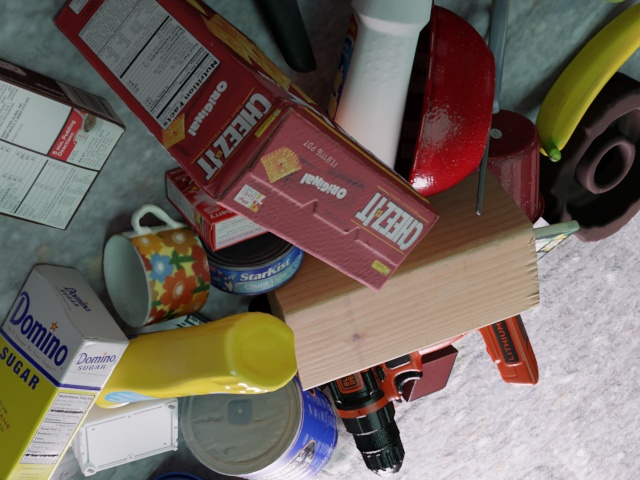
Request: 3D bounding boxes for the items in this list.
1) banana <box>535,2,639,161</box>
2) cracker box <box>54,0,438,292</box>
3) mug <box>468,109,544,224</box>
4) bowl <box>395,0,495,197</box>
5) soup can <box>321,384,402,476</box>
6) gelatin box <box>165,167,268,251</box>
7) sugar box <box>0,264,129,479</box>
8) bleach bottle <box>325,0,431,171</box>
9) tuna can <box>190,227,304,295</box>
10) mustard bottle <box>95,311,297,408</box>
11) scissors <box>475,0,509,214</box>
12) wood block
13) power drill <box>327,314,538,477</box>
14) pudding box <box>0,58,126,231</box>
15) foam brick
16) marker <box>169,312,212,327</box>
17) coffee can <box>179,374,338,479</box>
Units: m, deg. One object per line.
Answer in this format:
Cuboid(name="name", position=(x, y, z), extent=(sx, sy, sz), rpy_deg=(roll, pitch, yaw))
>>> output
Cuboid(name="banana", position=(0.247, -0.144, 0.969), extent=(0.037, 0.070, 0.197), rpy_deg=(43, 76, -29))
Cuboid(name="cracker box", position=(-0.045, -0.077, 0.658), extent=(0.072, 0.214, 0.164), rpy_deg=(-51, 141, 8))
Cuboid(name="mug", position=(0.143, -0.057, 0.938), extent=(0.117, 0.093, 0.081), rpy_deg=(-32, 135, -26))
Cuboid(name="bowl", position=(0.094, -0.100, 0.801), extent=(0.055, 0.162, 0.162), rpy_deg=(7, 127, -2))
Cuboid(name="soup can", position=(0.023, 0.174, 1.056), extent=(0.102, 0.069, 0.068), rpy_deg=(-48, 141, 5))
Cuboid(name="gelatin box", position=(-0.060, -0.036, 0.794), extent=(0.089, 0.073, 0.030), rpy_deg=(-21, 135, -26))
Cuboid(name="sugar box", position=(-0.213, 0.114, 0.779), extent=(0.048, 0.093, 0.176), rpy_deg=(11, 116, -45))
Cuboid(name="bleach bottle", position=(0.039, -0.120, 0.776), extent=(0.068, 0.102, 0.251), rpy_deg=(9, 126, -3))
Cuboid(name="tuna can", position=(-0.055, 0.001, 0.821), extent=(0.086, 0.086, 0.034), rpy_deg=(-28, 139, -20))
Cuboid(name="mustard bottle", position=(-0.120, 0.093, 0.801), extent=(0.192, 0.058, 0.096), rpy_deg=(-10, 172, 28))
Cuboid(name="scissors", position=(0.135, -0.114, 0.849), extent=(0.096, 0.016, 0.202), rpy_deg=(38, 58, -80))
Cuboid(name="wood block", position=(0.063, 0.030, 0.865), extent=(0.206, 0.090, 0.091), rpy_deg=(-19, 128, -7))
Cuboid(name="power drill", position=(0.097, 0.116, 0.965), extent=(0.188, 0.057, 0.184), rpy_deg=(-18, 105, 14))
Cuboid(name="pudding box", position=(-0.193, -0.061, 0.685), extent=(0.113, 0.039, 0.090), rpy_deg=(20, 111, -46))
Cuboid(name="foam brick", position=(0.087, 0.110, 1.048), extent=(0.052, 0.078, 0.051), rpy_deg=(-15, 132, -35))
Cuboid(name="marker", position=(-0.094, 0.078, 0.909), extent=(0.020, 0.020, 0.121), rpy_deg=(-47, 141, 3))
Cuboid(name="coffee can", position=(-0.049, 0.157, 0.922), extent=(0.103, 0.103, 0.140), rpy_deg=(-43, 158, -2))
